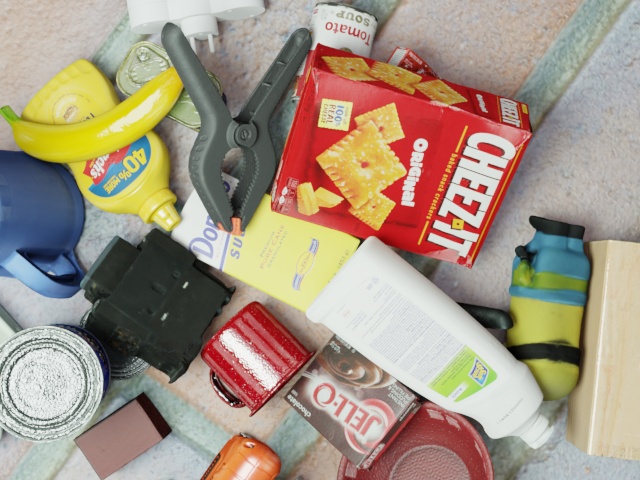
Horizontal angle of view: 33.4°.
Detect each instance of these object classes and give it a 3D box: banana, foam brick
[{"bbox_3d":[-0.216,-0.114,1.022,0.198,0.037,0.069,-11,101,12],"label":"banana"},{"bbox_3d":[-0.200,0.197,1.082,0.078,0.053,0.051,-34,89,0],"label":"foam brick"}]

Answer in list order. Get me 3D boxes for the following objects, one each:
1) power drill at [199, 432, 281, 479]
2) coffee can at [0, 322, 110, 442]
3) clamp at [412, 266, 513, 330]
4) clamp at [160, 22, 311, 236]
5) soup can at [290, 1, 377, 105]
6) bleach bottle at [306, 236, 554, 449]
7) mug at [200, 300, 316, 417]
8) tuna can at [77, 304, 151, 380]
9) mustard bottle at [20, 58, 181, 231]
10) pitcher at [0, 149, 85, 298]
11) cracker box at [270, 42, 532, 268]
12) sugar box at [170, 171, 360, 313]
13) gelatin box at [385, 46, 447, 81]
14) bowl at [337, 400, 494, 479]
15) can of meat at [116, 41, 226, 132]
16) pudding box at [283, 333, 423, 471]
[{"bbox_3d":[-0.101,0.261,1.012,0.057,0.187,0.184,38,88,0],"label":"power drill"},{"bbox_3d":[-0.251,0.129,0.998,0.102,0.140,0.103,0,87,-8],"label":"coffee can"},{"bbox_3d":[0.097,0.087,1.076,0.172,0.039,0.120,30,106,19],"label":"clamp"},{"bbox_3d":[-0.074,-0.111,1.031,0.164,0.036,0.210,-14,111,-34],"label":"clamp"},{"bbox_3d":[0.015,-0.182,1.079,0.068,0.068,0.102,14,88,1],"label":"soup can"},{"bbox_3d":[0.113,0.112,1.018,0.251,0.068,0.103,41,113,0],"label":"bleach bottle"},{"bbox_3d":[-0.071,0.122,1.071,0.081,0.093,0.117,45,126,6],"label":"mug"},{"bbox_3d":[-0.204,0.099,1.093,0.086,0.034,0.086,0,89,1],"label":"tuna can"},{"bbox_3d":[-0.208,-0.084,1.074,0.096,0.058,0.192,-42,82,1],"label":"mustard bottle"},{"bbox_3d":[-0.306,-0.019,0.993,0.149,0.243,0.145,4,91,2],"label":"pitcher"},{"bbox_3d":[0.073,-0.078,1.028,0.213,0.072,0.164,16,123,-4],"label":"cracker box"},{"bbox_3d":[-0.057,0.002,1.087,0.176,0.048,0.093,26,90,0],"label":"sugar box"},{"bbox_3d":[0.093,-0.140,1.077,0.089,0.030,0.073,35,88,-30],"label":"gelatin box"},{"bbox_3d":[0.100,0.243,1.057,0.162,0.055,0.162,-9,67,22],"label":"bowl"},{"bbox_3d":[-0.146,-0.151,1.072,0.102,0.084,0.057,27,89,1],"label":"can of meat"},{"bbox_3d":[0.033,0.160,1.065,0.114,0.039,0.090,38,89,31],"label":"pudding box"}]
